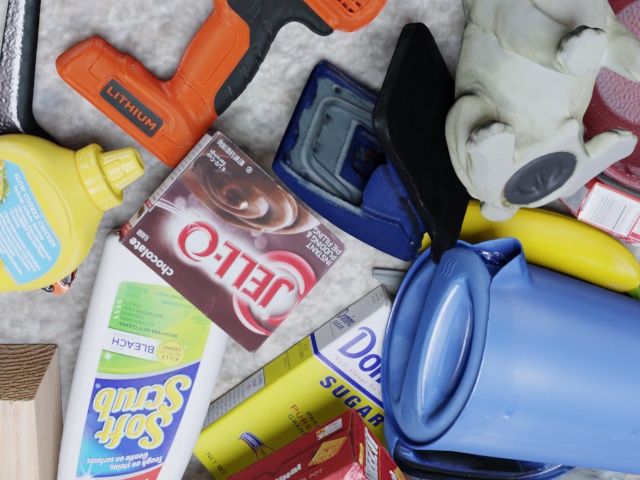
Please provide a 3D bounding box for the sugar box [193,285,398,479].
[{"bbox_3d":[0.001,0.121,0.766,0.176,0.048,0.093,-36,107,8],"label":"sugar box"}]

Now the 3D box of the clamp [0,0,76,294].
[{"bbox_3d":[-0.208,-0.064,0.692,0.164,0.036,0.210,-31,104,6],"label":"clamp"}]

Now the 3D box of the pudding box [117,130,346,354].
[{"bbox_3d":[-0.054,0.001,0.659,0.113,0.039,0.090,42,88,-15],"label":"pudding box"}]

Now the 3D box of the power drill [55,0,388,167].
[{"bbox_3d":[-0.077,-0.153,0.662,0.184,0.057,0.188,42,101,-16],"label":"power drill"}]

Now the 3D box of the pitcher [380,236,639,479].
[{"bbox_3d":[0.166,0.097,0.710,0.242,0.149,0.145,15,74,-21],"label":"pitcher"}]

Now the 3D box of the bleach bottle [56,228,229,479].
[{"bbox_3d":[-0.120,0.124,0.720,0.102,0.068,0.251,11,95,-8],"label":"bleach bottle"}]

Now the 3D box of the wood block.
[{"bbox_3d":[-0.230,0.184,0.744,0.090,0.091,0.206,1,109,-4],"label":"wood block"}]

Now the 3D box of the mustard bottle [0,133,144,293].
[{"bbox_3d":[-0.198,-0.012,0.657,0.191,0.058,0.096,-23,103,5],"label":"mustard bottle"}]

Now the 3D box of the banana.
[{"bbox_3d":[0.135,0.005,0.721,0.198,0.037,0.070,16,138,-1],"label":"banana"}]
